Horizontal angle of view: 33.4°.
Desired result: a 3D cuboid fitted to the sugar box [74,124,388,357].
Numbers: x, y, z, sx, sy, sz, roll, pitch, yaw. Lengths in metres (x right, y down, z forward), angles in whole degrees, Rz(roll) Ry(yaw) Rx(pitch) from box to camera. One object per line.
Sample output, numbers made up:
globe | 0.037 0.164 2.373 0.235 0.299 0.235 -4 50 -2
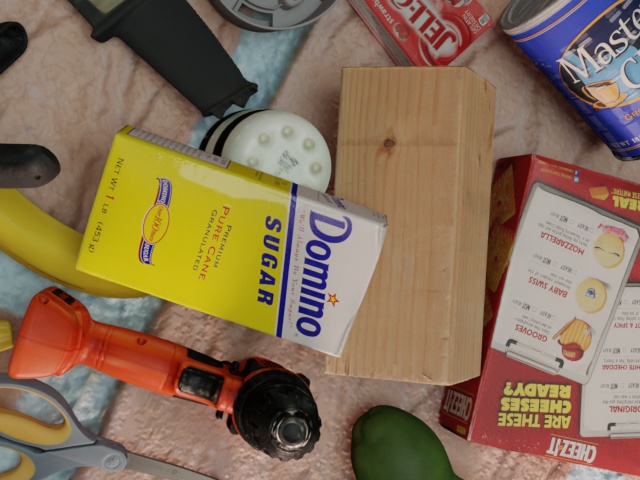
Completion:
sugar box | -0.054 0.001 0.669 0.176 0.048 0.093 19 103 -2

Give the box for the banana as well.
banana | -0.170 -0.006 0.707 0.197 0.037 0.069 22 68 -20

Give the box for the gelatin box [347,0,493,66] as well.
gelatin box | 0.074 -0.170 0.786 0.073 0.030 0.089 -43 104 -13

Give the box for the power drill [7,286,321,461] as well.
power drill | -0.095 0.085 0.667 0.187 0.184 0.057 20 85 -9

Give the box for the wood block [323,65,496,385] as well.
wood block | 0.063 -0.010 0.736 0.091 0.090 0.206 3 89 22

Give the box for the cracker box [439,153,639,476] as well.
cracker box | 0.195 0.057 0.811 0.164 0.072 0.214 14 88 -14

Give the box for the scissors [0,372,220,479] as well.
scissors | -0.160 0.155 0.721 0.096 0.016 0.201 -44 121 11

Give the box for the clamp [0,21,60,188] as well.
clamp | -0.259 -0.059 0.646 0.210 0.164 0.036 -19 133 2

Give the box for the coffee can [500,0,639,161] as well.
coffee can | 0.218 -0.144 0.798 0.140 0.103 0.102 45 78 -15
